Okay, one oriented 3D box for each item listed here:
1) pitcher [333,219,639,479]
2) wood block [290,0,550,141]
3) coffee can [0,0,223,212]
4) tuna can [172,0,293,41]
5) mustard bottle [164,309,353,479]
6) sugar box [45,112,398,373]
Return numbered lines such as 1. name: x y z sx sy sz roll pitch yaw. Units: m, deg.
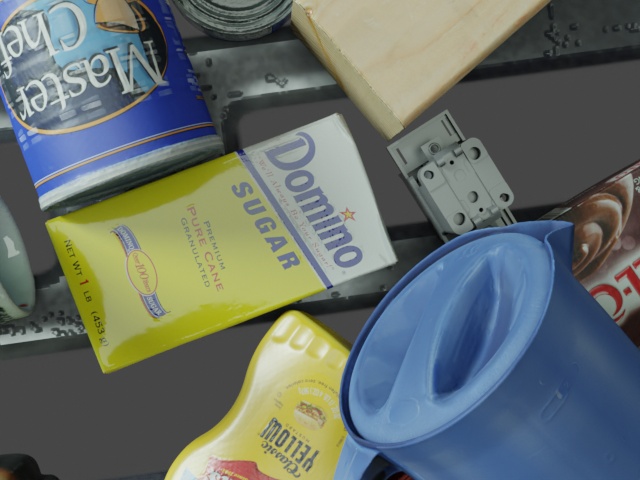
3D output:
1. pitcher: 0.128 0.122 0.553 0.149 0.145 0.242 -33 116 32
2. wood block: 0.090 -0.158 0.585 0.206 0.091 0.090 -41 93 -1
3. coffee can: -0.123 -0.098 0.569 0.103 0.103 0.140 -20 93 -2
4. tuna can: -0.048 -0.157 0.606 0.086 0.034 0.086 0 92 -3
5. mustard bottle: -0.035 0.140 0.602 0.096 0.058 0.191 36 90 6
6. sugar box: -0.054 0.001 0.604 0.176 0.048 0.093 -21 93 -1
